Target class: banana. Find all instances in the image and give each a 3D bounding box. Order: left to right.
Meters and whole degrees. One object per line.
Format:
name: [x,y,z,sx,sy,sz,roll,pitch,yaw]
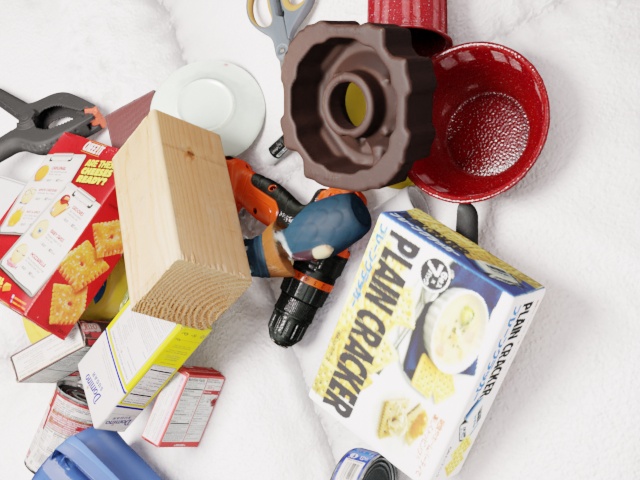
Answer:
banana: [0.053,-0.126,1.129,0.069,0.037,0.198,-26,70,-4]

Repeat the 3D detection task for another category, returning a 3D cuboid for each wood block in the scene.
wood block: [-0.145,-0.023,1.093,0.090,0.090,0.206,-45,43,32]

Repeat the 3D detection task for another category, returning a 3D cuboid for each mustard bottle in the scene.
mustard bottle: [-0.267,0.052,1.261,0.192,0.058,0.096,-27,54,22]

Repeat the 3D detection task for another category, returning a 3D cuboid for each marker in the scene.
marker: [-0.023,-0.121,1.155,0.121,0.020,0.020,-39,63,39]

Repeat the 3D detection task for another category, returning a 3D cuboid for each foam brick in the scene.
foam brick: [-0.206,-0.135,1.263,0.078,0.052,0.051,-24,71,24]

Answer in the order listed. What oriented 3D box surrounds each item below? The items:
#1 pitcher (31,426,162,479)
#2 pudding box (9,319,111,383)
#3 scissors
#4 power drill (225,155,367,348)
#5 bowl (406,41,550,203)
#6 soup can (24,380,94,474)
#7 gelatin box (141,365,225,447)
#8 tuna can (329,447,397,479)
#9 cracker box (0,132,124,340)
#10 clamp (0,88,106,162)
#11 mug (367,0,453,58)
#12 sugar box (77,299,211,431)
pitcher: [-0.193,0.311,1.125,0.243,0.149,0.145,35,103,25]
pudding box: [-0.288,0.130,1.241,0.114,0.089,0.039,-30,69,22]
scissors: [-0.027,-0.224,1.182,0.096,0.016,0.202,-34,57,14]
power drill: [-0.058,0.001,1.155,0.188,0.057,0.184,27,91,28]
bowl: [0.155,-0.111,1.054,0.162,0.055,0.162,-6,78,28]
soup can: [-0.295,0.223,1.241,0.069,0.068,0.102,27,95,30]
gelatin box: [-0.149,0.180,1.163,0.030,0.073,0.089,24,93,30]
tuna can: [0.040,0.246,1.038,0.034,0.086,0.086,10,86,32]
cracker box: [-0.294,-0.010,1.229,0.164,0.072,0.213,19,71,45]
clamp: [-0.370,-0.135,1.340,0.210,0.036,0.164,1,55,24]
mug: [0.084,-0.233,1.106,0.117,0.093,0.081,152,122,-62]
sugar box: [-0.191,0.116,1.144,0.176,0.048,0.093,-50,46,28]
